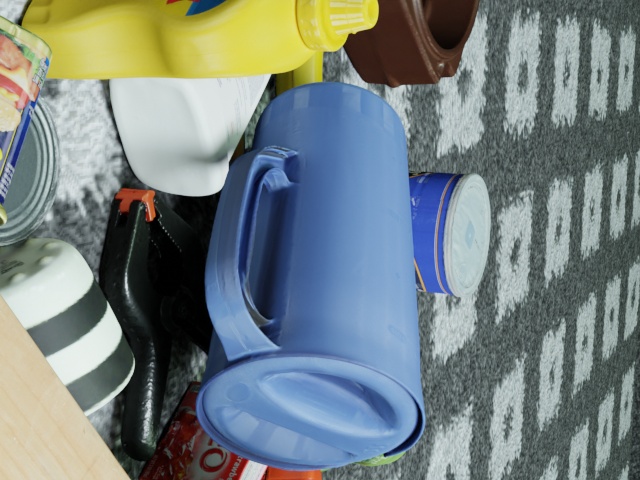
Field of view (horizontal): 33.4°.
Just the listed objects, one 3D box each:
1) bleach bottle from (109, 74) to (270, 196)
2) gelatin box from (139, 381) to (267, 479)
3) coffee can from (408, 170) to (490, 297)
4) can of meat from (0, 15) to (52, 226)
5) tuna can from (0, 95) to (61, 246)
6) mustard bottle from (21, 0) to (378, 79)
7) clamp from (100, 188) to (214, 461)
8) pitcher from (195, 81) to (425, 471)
[{"bbox_3d":[-0.056,-0.148,0.730,0.102,0.068,0.250,81,25,-43],"label":"bleach bottle"},{"bbox_3d":[-0.072,0.142,0.738,0.089,0.073,0.030,-62,146,-38],"label":"gelatin box"},{"bbox_3d":[0.062,-0.010,0.907,0.102,0.140,0.103,-21,113,-62],"label":"coffee can"},{"bbox_3d":[-0.174,-0.062,0.460,0.102,0.058,0.084,27,68,-37],"label":"can of meat"},{"bbox_3d":[-0.172,-0.041,0.542,0.086,0.034,0.086,-20,113,-62],"label":"tuna can"},{"bbox_3d":[-0.060,-0.122,0.576,0.096,0.192,0.058,-54,141,-46],"label":"mustard bottle"},{"bbox_3d":[-0.105,0.053,0.688,0.120,0.039,0.171,-49,127,-46],"label":"clamp"},{"bbox_3d":[-0.004,0.009,0.678,0.149,0.145,0.242,113,-15,-49],"label":"pitcher"}]
